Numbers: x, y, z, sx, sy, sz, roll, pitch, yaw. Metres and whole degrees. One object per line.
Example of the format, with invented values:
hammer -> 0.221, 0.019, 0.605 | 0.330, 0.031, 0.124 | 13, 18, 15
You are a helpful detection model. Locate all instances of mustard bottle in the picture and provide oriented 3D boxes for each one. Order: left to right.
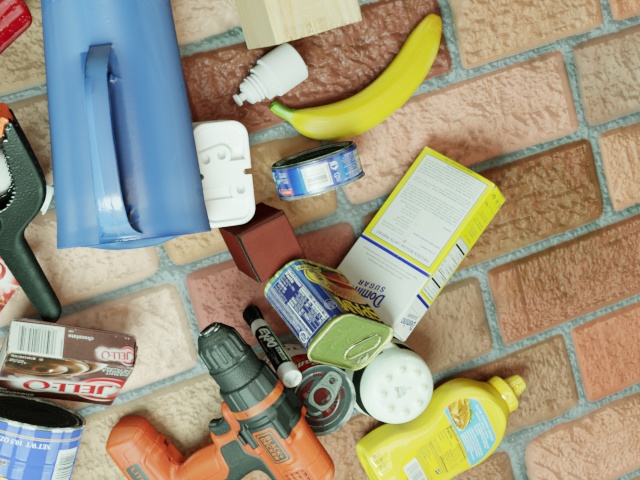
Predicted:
mustard bottle -> 0.135, 0.199, 1.111 | 0.191, 0.058, 0.096 | -32, 113, -13

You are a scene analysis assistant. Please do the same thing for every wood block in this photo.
wood block -> -0.041, -0.287, 0.969 | 0.090, 0.091, 0.206 | -19, 103, -17

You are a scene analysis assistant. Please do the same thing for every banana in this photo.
banana -> 0.050, -0.150, 1.048 | 0.197, 0.037, 0.069 | -31, 108, -13

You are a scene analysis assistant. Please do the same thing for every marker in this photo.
marker -> -0.048, 0.097, 1.003 | 0.020, 0.121, 0.020 | -11, 122, -19

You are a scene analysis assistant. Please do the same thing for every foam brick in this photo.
foam brick -> -0.057, 0.001, 1.009 | 0.053, 0.078, 0.051 | -29, 106, -12

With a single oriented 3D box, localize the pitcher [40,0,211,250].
pitcher -> -0.173, -0.113, 0.910 | 0.144, 0.149, 0.243 | -9, 93, -44

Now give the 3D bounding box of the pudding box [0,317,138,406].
pudding box -> -0.229, 0.111, 0.954 | 0.113, 0.090, 0.039 | 12, 55, -19

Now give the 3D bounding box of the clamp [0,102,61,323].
clamp -> -0.290, -0.016, 0.874 | 0.164, 0.036, 0.210 | 2, 124, -18

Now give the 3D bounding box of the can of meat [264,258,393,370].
can of meat -> 0.007, 0.067, 0.983 | 0.057, 0.084, 0.101 | -50, 146, 14

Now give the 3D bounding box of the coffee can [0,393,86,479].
coffee can -> -0.275, 0.217, 0.945 | 0.102, 0.103, 0.140 | 14, 92, -21

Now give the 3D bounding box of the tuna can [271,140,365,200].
tuna can -> -0.003, -0.067, 1.014 | 0.086, 0.086, 0.034 | -20, 102, -16

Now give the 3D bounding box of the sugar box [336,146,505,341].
sugar box -> 0.094, 0.002, 1.053 | 0.176, 0.093, 0.048 | -54, 146, -4

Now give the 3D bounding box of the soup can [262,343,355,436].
soup can -> -0.016, 0.141, 1.027 | 0.068, 0.102, 0.068 | -3, 98, -19

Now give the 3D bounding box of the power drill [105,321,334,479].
power drill -> -0.103, 0.173, 0.969 | 0.188, 0.057, 0.184 | -24, 107, 30
